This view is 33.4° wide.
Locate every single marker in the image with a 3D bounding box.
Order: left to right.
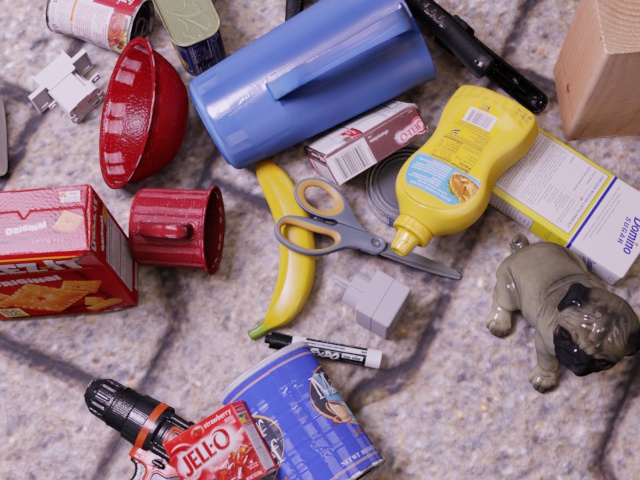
[{"bbox_3d":[0.002,0.111,1.092,0.121,0.020,0.020,10,74,1],"label":"marker"}]

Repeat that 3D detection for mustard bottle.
[{"bbox_3d":[0.132,-0.064,1.083,0.096,0.058,0.191,30,76,28],"label":"mustard bottle"}]

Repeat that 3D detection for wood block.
[{"bbox_3d":[0.301,-0.184,1.073,0.090,0.206,0.091,-5,73,1],"label":"wood block"}]

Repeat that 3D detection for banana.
[{"bbox_3d":[-0.039,0.006,1.120,0.069,0.037,0.198,1,74,2],"label":"banana"}]

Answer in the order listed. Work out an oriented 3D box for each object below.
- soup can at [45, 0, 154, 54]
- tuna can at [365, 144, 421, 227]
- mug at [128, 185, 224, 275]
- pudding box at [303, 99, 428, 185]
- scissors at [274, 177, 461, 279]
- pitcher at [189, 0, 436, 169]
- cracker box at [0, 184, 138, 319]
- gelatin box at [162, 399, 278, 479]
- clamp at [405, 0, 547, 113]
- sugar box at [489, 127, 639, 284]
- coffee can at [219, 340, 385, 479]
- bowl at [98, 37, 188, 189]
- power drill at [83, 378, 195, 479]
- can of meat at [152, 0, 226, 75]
[{"bbox_3d":[-0.245,-0.249,1.188,0.102,0.068,0.068,18,75,8],"label":"soup can"},{"bbox_3d":[0.091,-0.056,1.134,0.086,0.034,0.086,-1,73,2],"label":"tuna can"},{"bbox_3d":[-0.150,-0.011,1.092,0.081,0.117,0.093,3,96,8],"label":"mug"},{"bbox_3d":[0.046,-0.106,1.121,0.113,0.090,0.039,-30,107,-7],"label":"pudding box"},{"bbox_3d":[0.050,-0.014,1.116,0.201,0.016,0.096,7,65,-13],"label":"scissors"},{"bbox_3d":[-0.010,-0.174,1.111,0.243,0.149,0.145,-28,52,1],"label":"pitcher"},{"bbox_3d":[-0.277,0.018,1.034,0.164,0.214,0.072,-5,73,1],"label":"cracker box"},{"bbox_3d":[-0.095,0.202,0.996,0.089,0.030,0.073,-33,78,22],"label":"gelatin box"},{"bbox_3d":[0.153,-0.215,1.150,0.036,0.164,0.210,-50,54,15],"label":"clamp"},{"bbox_3d":[0.261,-0.040,1.117,0.176,0.048,0.093,36,78,8],"label":"sugar box"},{"bbox_3d":[-0.018,0.183,1.032,0.102,0.103,0.140,-33,75,-7],"label":"coffee can"},{"bbox_3d":[-0.182,-0.129,1.126,0.055,0.162,0.162,9,71,-30],"label":"bowl"},{"bbox_3d":[-0.188,0.248,1.044,0.184,0.057,0.187,29,77,10],"label":"power drill"},{"bbox_3d":[-0.145,-0.242,1.173,0.057,0.084,0.102,-25,74,-5],"label":"can of meat"}]
